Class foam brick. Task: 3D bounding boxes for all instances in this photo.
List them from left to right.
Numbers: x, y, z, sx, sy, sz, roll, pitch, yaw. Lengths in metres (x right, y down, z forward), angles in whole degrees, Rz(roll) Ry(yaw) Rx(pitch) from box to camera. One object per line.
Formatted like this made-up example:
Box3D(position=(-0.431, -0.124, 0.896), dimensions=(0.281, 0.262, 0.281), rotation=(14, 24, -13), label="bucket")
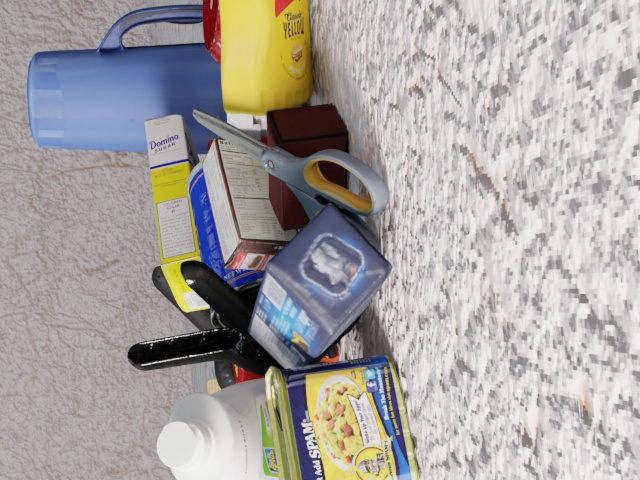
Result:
Box3D(position=(-0.010, -0.054, 0.797), dimensions=(0.053, 0.051, 0.078), rotation=(-114, 20, -54), label="foam brick")

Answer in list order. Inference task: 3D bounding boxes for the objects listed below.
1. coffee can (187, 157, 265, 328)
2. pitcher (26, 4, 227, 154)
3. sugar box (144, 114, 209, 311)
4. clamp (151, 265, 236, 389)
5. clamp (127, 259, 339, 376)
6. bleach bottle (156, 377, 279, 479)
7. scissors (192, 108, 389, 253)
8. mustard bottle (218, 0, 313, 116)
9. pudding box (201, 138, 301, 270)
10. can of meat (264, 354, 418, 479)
Box3D(position=(-0.056, 0.001, 0.931), dimensions=(0.103, 0.102, 0.140), rotation=(100, 160, -56), label="coffee can")
Box3D(position=(-0.201, -0.170, 1.203), dimensions=(0.145, 0.242, 0.149), rotation=(106, 162, -67), label="pitcher")
Box3D(position=(-0.133, -0.028, 1.036), dimensions=(0.093, 0.048, 0.176), rotation=(77, -177, -57), label="sugar box")
Box3D(position=(-0.094, 0.109, 1.150), dimensions=(0.036, 0.164, 0.210), rotation=(-36, 64, 39), label="clamp")
Box3D(position=(-0.069, 0.080, 0.869), dimensions=(0.120, 0.171, 0.039), rotation=(-42, 38, 34), label="clamp")
Box3D(position=(-0.048, 0.141, 0.779), dimensions=(0.250, 0.068, 0.102), rotation=(27, -134, -67), label="bleach bottle")
Box3D(position=(-0.021, -0.037, 0.749), dimensions=(0.202, 0.016, 0.096), rotation=(19, 133, 49), label="scissors")
Box3D(position=(-0.042, -0.196, 0.806), dimensions=(0.096, 0.058, 0.192), rotation=(-33, -54, -57), label="mustard bottle")
Box3D(position=(-0.041, -0.028, 0.860), dimensions=(0.039, 0.089, 0.113), rotation=(118, 145, -42), label="pudding box")
Box3D(position=(0.013, 0.129, 0.708), dimensions=(0.057, 0.084, 0.102), rotation=(115, 146, -70), label="can of meat")
